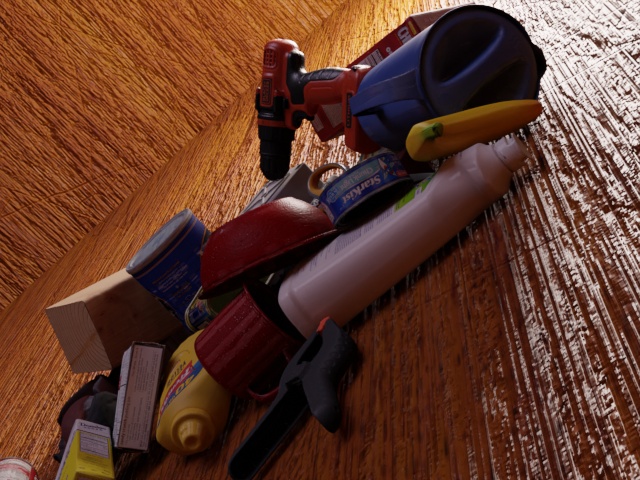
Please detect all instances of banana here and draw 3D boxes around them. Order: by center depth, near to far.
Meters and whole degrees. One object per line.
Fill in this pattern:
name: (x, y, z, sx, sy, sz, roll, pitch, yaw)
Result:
banana: (0.133, -0.100, 0.983, 0.070, 0.037, 0.197, -6, 10, 39)

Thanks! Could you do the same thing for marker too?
marker: (-0.006, -0.041, 1.375, 0.020, 0.020, 0.121, -27, 22, 49)

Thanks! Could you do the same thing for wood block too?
wood block: (-0.218, 0.077, 1.316, 0.091, 0.090, 0.205, -12, 14, 45)

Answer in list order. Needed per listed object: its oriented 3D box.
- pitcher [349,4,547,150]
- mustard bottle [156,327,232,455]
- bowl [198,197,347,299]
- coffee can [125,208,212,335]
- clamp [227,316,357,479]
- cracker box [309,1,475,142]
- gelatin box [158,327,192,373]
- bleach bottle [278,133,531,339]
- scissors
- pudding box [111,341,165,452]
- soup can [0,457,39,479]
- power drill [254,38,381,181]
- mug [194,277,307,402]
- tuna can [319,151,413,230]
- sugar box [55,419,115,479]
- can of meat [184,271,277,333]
pitcher: (0.115, -0.160, 1.150, 0.145, 0.149, 0.243, -61, 14, -10)
mustard bottle: (-0.123, 0.157, 1.048, 0.096, 0.058, 0.191, -51, 14, 8)
bowl: (-0.057, 0.001, 1.050, 0.162, 0.055, 0.162, -25, -5, -3)
coffee can: (-0.142, 0.047, 1.249, 0.103, 0.140, 0.103, -41, 14, 12)
clamp: (-0.018, 0.128, 0.885, 0.120, 0.039, 0.171, -32, 14, 24)
cracker box: (0.099, -0.221, 1.390, 0.214, 0.072, 0.163, -33, -5, 41)
gelatin box: (-0.206, 0.142, 1.379, 0.089, 0.030, 0.073, -46, 14, -11)
bleach bottle: (0.079, -0.009, 0.961, 0.251, 0.068, 0.102, -37, 12, 20)
scissors: (0.042, -0.034, 1.074, 0.202, 0.016, 0.096, 17, 90, 55)
pudding box: (-0.192, 0.167, 1.123, 0.090, 0.039, 0.113, 145, 132, -71)
soup can: (-0.379, 0.312, 1.292, 0.068, 0.068, 0.102, -44, 14, -1)
power drill: (-0.007, -0.156, 1.344, 0.188, 0.184, 0.057, 13, 17, 40)
mug: (-0.059, 0.103, 0.999, 0.081, 0.093, 0.117, -46, 50, 11)
tuna can: (0.042, -0.046, 0.995, 0.086, 0.034, 0.086, -29, -12, -7)
sugar box: (-0.242, 0.250, 1.075, 0.176, 0.048, 0.093, -156, 85, -73)
can of meat: (-0.096, 0.055, 1.159, 0.102, 0.057, 0.084, -59, 9, -23)
